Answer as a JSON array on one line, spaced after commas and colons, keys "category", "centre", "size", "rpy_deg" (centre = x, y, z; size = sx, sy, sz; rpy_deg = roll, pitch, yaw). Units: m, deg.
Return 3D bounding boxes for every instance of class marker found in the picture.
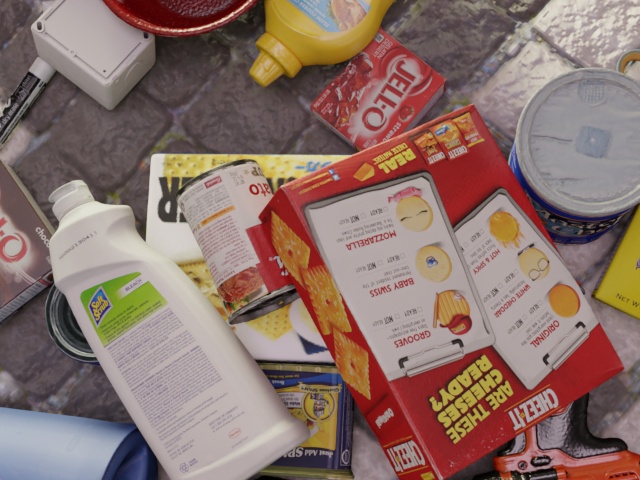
[{"category": "marker", "centre": [-0.266, -0.101, 0.903], "size": [0.020, 0.020, 0.121], "rpy_deg": [33, 86, 10]}]

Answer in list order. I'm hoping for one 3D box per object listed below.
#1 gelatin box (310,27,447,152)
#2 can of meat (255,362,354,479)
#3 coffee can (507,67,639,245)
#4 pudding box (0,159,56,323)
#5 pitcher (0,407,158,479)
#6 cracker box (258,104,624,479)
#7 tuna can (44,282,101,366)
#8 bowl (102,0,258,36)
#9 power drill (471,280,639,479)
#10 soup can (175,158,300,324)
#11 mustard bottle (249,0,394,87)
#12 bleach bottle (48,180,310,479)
[{"category": "gelatin box", "centre": [0.048, -0.116, 0.865], "size": [0.073, 0.030, 0.089], "rpy_deg": [40, 88, 10]}, {"category": "can of meat", "centre": [-0.023, 0.138, 0.820], "size": [0.102, 0.057, 0.084], "rpy_deg": [2, 80, 7]}, {"category": "coffee can", "centre": [0.190, -0.056, 0.784], "size": [0.103, 0.140, 0.103], "rpy_deg": [-1, 81, 6]}, {"category": "pudding box", "centre": [-0.267, 0.001, 0.877], "size": [0.090, 0.039, 0.113], "rpy_deg": [-37, 79, -1]}, {"category": "pitcher", "centre": [-0.252, 0.188, 0.790], "size": [0.243, 0.149, 0.145], "rpy_deg": [7, 68, 13]}, {"category": "cracker box", "centre": [0.080, 0.035, 0.731], "size": [0.164, 0.072, 0.214], "rpy_deg": [-25, 82, -24]}, {"category": "tuna can", "centre": [-0.177, 0.058, 0.861], "size": [0.086, 0.033, 0.086], "rpy_deg": [-1, 81, 6]}, {"category": "bowl", "centre": [-0.104, -0.232, 0.864], "size": [0.162, 0.055, 0.162], "rpy_deg": [-1, 79, 7]}, {"category": "power drill", "centre": [0.144, 0.128, 0.804], "size": [0.184, 0.057, 0.187], "rpy_deg": [-10, 83, 1]}, {"category": "soup can", "centre": [-0.055, 0.001, 0.770], "size": [0.068, 0.068, 0.102], "rpy_deg": [-25, 80, 2]}, {"category": "mustard bottle", "centre": [0.012, -0.199, 0.853], "size": [0.096, 0.058, 0.191], "rpy_deg": [41, 87, 15]}, {"category": "bleach bottle", "centre": [-0.115, 0.062, 0.773], "size": [0.102, 0.068, 0.251], "rpy_deg": [-33, 81, 4]}]
